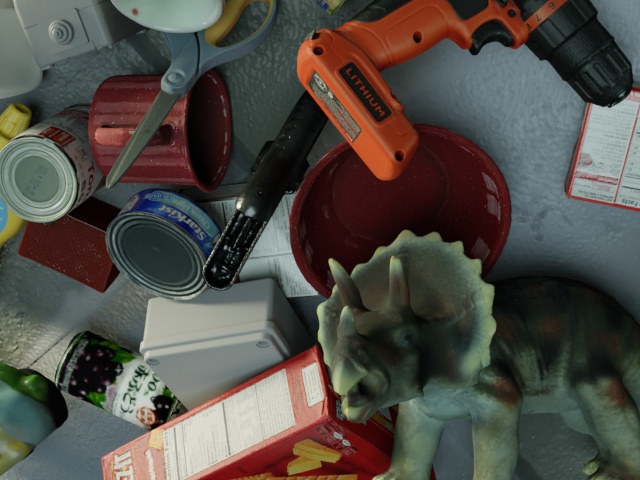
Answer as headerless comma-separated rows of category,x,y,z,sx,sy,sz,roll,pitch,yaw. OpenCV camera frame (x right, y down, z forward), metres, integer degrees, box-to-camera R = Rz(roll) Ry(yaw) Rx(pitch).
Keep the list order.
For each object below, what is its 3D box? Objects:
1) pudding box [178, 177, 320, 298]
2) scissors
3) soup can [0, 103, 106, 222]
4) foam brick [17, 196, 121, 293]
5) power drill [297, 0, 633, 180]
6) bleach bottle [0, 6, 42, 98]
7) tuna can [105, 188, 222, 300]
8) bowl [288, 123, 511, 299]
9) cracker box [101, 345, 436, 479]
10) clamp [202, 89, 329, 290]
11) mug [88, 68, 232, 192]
pudding box,-0.056,0.001,0.843,0.113,0.039,0.090,-5,108,12
scissors,-0.111,-0.123,0.748,0.096,0.201,0.016,33,153,20
soup can,-0.196,-0.060,0.814,0.068,0.102,0.068,4,110,10
foam brick,-0.194,-0.003,0.863,0.078,0.051,0.053,25,112,2
power drill,0.093,-0.124,0.707,0.187,0.057,0.184,-39,86,-13
bleach bottle,-0.350,-0.119,0.838,0.251,0.102,0.068,-11,99,22
tuna can,-0.116,0.003,0.801,0.086,0.033,0.086,15,135,15
bowl,0.055,-0.023,0.786,0.162,0.055,0.162,-2,121,-4
cracker box,-0.039,0.186,0.850,0.214,0.072,0.164,-30,137,19
clamp,-0.028,-0.052,0.750,0.039,0.171,0.120,30,156,-9
mug,-0.123,-0.080,0.787,0.082,0.117,0.093,2,104,16
